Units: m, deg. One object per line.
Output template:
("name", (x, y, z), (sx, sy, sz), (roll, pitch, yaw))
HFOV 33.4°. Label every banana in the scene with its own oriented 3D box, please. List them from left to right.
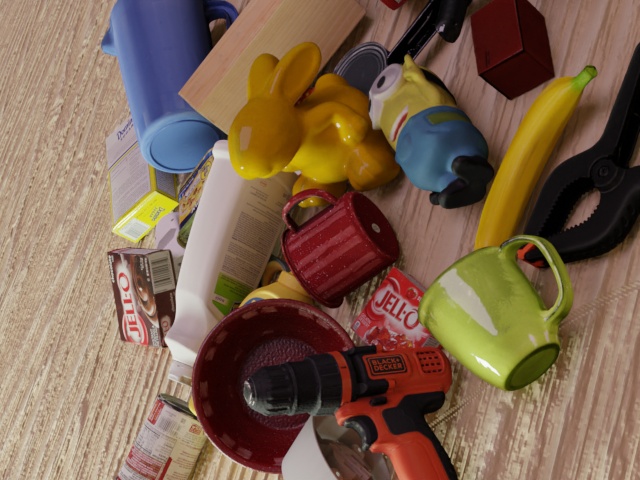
("banana", (0.177, -0.064, 0.927), (0.069, 0.037, 0.198), (-39, -26, -83))

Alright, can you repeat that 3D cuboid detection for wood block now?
("wood block", (-0.056, -0.214, 1.215), (0.206, 0.090, 0.090), (-52, 29, 3))

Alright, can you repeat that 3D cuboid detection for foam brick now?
("foam brick", (0.178, -0.183, 0.998), (0.053, 0.051, 0.078), (-27, 50, 36))

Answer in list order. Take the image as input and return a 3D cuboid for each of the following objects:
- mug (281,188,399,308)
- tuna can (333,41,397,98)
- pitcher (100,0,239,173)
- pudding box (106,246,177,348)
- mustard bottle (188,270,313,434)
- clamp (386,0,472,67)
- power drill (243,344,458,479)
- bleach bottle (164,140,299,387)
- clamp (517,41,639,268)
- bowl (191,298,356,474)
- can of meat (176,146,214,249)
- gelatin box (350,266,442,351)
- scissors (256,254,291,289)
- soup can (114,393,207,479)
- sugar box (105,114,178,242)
("mug", (0.015, -0.003, 1.028), (0.082, 0.117, 0.093), (-35, 17, 23))
("tuna can", (0.050, -0.167, 1.143), (0.086, 0.033, 0.086), (-26, 51, 36))
("pitcher", (-0.180, -0.209, 1.358), (0.149, 0.144, 0.243), (-48, 43, 35))
("pudding box", (-0.204, 0.066, 1.244), (0.090, 0.039, 0.113), (2, 100, 47))
("mustard bottle", (-0.054, 0.106, 1.078), (0.096, 0.058, 0.191), (26, 87, 41))
("clamp", (0.127, -0.243, 1.082), (0.120, 0.039, 0.171), (-19, 35, 55))
("power drill", (0.043, 0.171, 0.853), (0.057, 0.184, 0.188), (115, 144, -51))
("bleach bottle", (-0.107, 0.029, 1.119), (0.068, 0.102, 0.251), (13, 79, 43))
("clamp", (0.245, -0.048, 0.857), (0.210, 0.036, 0.165), (-51, 40, 16))
("bowl", (-0.038, 0.136, 1.008), (0.162, 0.055, 0.162), (0, 85, 4))
("can of meat", (-0.123, -0.047, 1.232), (0.102, 0.057, 0.084), (-48, 33, 31))
("gelatin box", (0.076, 0.076, 0.976), (0.073, 0.030, 0.089), (-55, 40, 8))
("scissors", (-0.058, 0.001, 1.177), (0.096, 0.016, 0.201), (-13, 60, 42))
("soup can", (-0.163, 0.221, 1.124), (0.069, 0.068, 0.102), (23, 86, 51))
("sugar box", (-0.236, -0.092, 1.404), (0.093, 0.048, 0.176), (-38, 41, 27))
